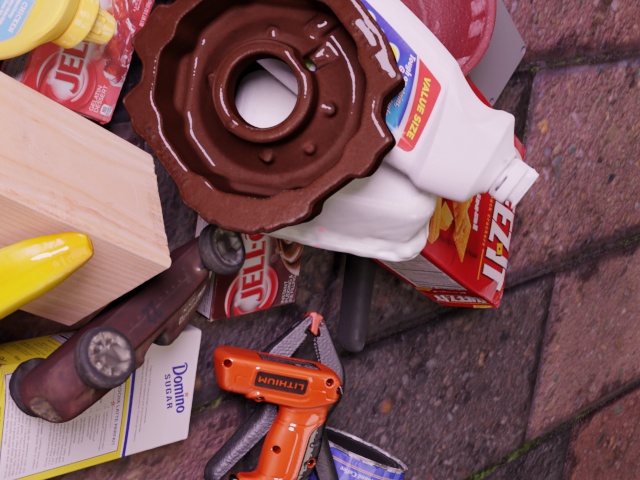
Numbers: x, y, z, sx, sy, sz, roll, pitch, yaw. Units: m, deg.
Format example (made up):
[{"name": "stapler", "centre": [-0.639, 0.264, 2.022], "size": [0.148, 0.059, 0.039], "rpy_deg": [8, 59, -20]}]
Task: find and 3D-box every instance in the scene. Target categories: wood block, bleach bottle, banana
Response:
[{"name": "wood block", "centre": [-0.190, -0.033, 0.601], "size": [0.091, 0.090, 0.205], "rpy_deg": [-29, 148, 23]}, {"name": "bleach bottle", "centre": [0.044, -0.116, 0.722], "size": [0.102, 0.251, 0.068], "rpy_deg": [-52, 172, 8]}, {"name": "banana", "centre": [-0.207, 0.049, 0.602], "size": [0.198, 0.037, 0.069], "rpy_deg": [-39, 159, 32]}]

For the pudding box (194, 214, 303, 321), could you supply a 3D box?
[{"name": "pudding box", "centre": [-0.055, 0.001, 0.837], "size": [0.089, 0.039, 0.113], "rpy_deg": [-11, 116, -45]}]

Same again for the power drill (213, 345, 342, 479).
[{"name": "power drill", "centre": [-0.066, 0.183, 0.861], "size": [0.184, 0.057, 0.188], "rpy_deg": [10, 93, -13]}]

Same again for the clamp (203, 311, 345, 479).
[{"name": "clamp", "centre": [-0.015, 0.149, 0.915], "size": [0.120, 0.039, 0.171], "rpy_deg": [23, 88, -13]}]

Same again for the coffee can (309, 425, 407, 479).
[{"name": "coffee can", "centre": [0.006, 0.252, 0.980], "size": [0.102, 0.103, 0.140], "rpy_deg": [24, 89, -51]}]

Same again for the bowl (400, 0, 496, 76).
[{"name": "bowl", "centre": [0.051, -0.182, 0.820], "size": [0.162, 0.055, 0.162], "rpy_deg": [3, 79, -18]}]

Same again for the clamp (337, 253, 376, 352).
[{"name": "clamp", "centre": [0.042, -0.013, 0.938], "size": [0.164, 0.036, 0.210], "rpy_deg": [-54, 139, -29]}]

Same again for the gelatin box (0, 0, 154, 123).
[{"name": "gelatin box", "centre": [-0.152, -0.126, 0.670], "size": [0.073, 0.030, 0.089], "rpy_deg": [19, 93, -51]}]

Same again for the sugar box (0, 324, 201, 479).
[{"name": "sugar box", "centre": [-0.168, 0.112, 0.759], "size": [0.175, 0.048, 0.093], "rpy_deg": [-7, 111, -51]}]

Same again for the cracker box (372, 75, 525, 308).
[{"name": "cracker box", "centre": [0.107, -0.046, 0.928], "size": [0.213, 0.072, 0.164], "rpy_deg": [33, 66, -56]}]
